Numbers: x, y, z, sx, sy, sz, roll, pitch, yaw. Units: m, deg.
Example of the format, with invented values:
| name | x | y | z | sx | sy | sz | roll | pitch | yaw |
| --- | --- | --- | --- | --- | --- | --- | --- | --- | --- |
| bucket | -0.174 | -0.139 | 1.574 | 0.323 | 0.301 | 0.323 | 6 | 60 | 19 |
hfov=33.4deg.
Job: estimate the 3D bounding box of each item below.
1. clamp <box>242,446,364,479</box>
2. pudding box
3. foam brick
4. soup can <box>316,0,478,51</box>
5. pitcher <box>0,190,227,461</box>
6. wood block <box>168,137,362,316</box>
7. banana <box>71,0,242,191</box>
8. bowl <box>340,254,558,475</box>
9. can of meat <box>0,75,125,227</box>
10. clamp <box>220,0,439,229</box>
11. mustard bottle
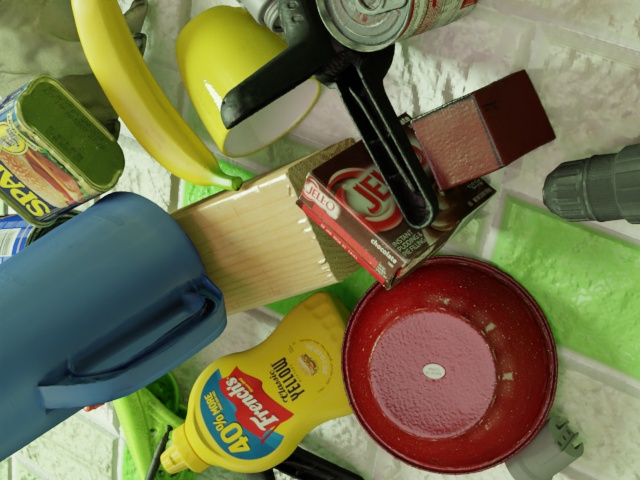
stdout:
| name | x | y | z | sx | sy | sz | roll | pitch | yaw |
| --- | --- | --- | --- | --- | --- | --- | --- | --- | --- |
| clamp | -0.052 | 0.184 | 0.904 | 0.172 | 0.120 | 0.039 | 31 | 109 | 27 |
| pudding box | 0.052 | -0.029 | 0.730 | 0.090 | 0.113 | 0.039 | 44 | 137 | 13 |
| foam brick | 0.106 | -0.072 | 0.694 | 0.051 | 0.078 | 0.053 | -22 | 93 | 41 |
| soup can | 0.053 | -0.163 | 0.678 | 0.069 | 0.102 | 0.068 | 16 | 118 | 31 |
| pitcher | -0.193 | 0.073 | 0.755 | 0.145 | 0.242 | 0.149 | 51 | 137 | 2 |
| wood block | -0.056 | 0.001 | 0.841 | 0.207 | 0.090 | 0.091 | -18 | 99 | 40 |
| banana | -0.127 | -0.113 | 0.776 | 0.070 | 0.037 | 0.198 | -26 | 104 | 42 |
| bowl | 0.084 | 0.091 | 0.756 | 0.162 | 0.055 | 0.162 | 0 | 91 | 18 |
| can of meat | -0.209 | -0.066 | 0.803 | 0.084 | 0.057 | 0.102 | -20 | 125 | 38 |
| clamp | 0.018 | -0.112 | 0.699 | 0.164 | 0.210 | 0.036 | 33 | 135 | -27 |
| mustard bottle | -0.047 | 0.129 | 0.850 | 0.192 | 0.058 | 0.096 | -34 | 76 | 9 |
